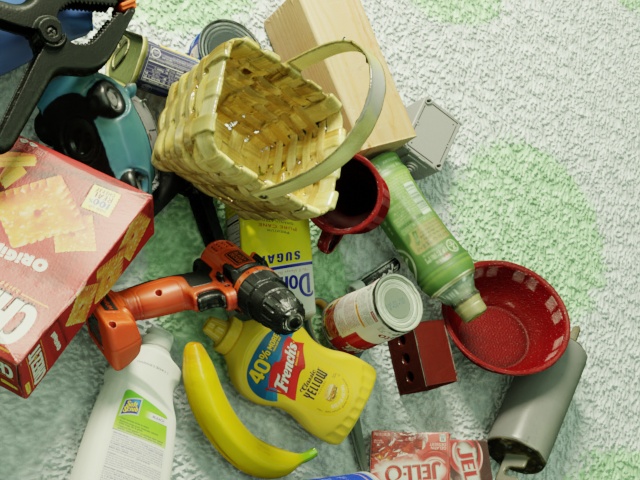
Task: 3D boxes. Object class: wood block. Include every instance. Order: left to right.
[{"bbox_3d":[0.022,-0.196,1.291,0.090,0.091,0.206,-17,83,-36],"label":"wood block"}]

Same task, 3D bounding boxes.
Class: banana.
[{"bbox_3d":[-0.086,0.188,1.094,0.197,0.037,0.069,47,58,-26],"label":"banana"}]

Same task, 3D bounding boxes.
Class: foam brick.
[{"bbox_3d":[0.119,0.136,1.252,0.051,0.053,0.078,-3,74,-34],"label":"foam brick"}]

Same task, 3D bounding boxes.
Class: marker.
[{"bbox_3d":[0.078,0.036,1.285,0.120,0.020,0.020,-32,91,-37],"label":"marker"}]

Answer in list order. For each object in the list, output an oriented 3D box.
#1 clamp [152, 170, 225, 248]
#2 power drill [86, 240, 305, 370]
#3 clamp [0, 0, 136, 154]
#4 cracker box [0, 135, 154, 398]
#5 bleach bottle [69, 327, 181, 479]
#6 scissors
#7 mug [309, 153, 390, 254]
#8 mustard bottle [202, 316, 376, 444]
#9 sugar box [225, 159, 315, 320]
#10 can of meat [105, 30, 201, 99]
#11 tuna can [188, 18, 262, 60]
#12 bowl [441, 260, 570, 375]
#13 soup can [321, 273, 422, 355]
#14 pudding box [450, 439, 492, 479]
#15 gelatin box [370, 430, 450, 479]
[{"bbox_3d":[-0.138,-0.055,1.168,0.120,0.039,0.171,33,60,-32],"label":"clamp"},{"bbox_3d":[-0.127,0.066,1.045,0.187,0.185,0.057,-16,115,-24],"label":"power drill"},{"bbox_3d":[-0.266,-0.197,0.996,0.209,0.036,0.164,-39,106,-33],"label":"clamp"},{"bbox_3d":[-0.278,0.014,0.986,0.164,0.072,0.213,25,55,12],"label":"cracker box"},{"bbox_3d":[-0.180,0.204,1.027,0.102,0.068,0.250,30,55,-27],"label":"bleach bottle"},{"bbox_3d":[0.042,0.154,1.218,0.096,0.016,0.202,-20,84,-37],"label":"scissors"},{"bbox_3d":[0.029,-0.039,1.216,0.093,0.081,0.117,23,92,15],"label":"mug"},{"bbox_3d":[-0.040,0.134,1.139,0.191,0.058,0.096,31,82,-14],"label":"mustard bottle"},{"bbox_3d":[-0.058,0.001,1.193,0.093,0.048,0.176,6,68,-31],"label":"sugar box"},{"bbox_3d":[-0.175,-0.184,1.153,0.083,0.102,0.057,17,97,-30],"label":"can of meat"},{"bbox_3d":[-0.110,-0.213,1.246,0.086,0.034,0.086,12,66,-29],"label":"tuna can"},{"bbox_3d":[0.220,0.105,1.308,0.162,0.055,0.162,5,54,-7],"label":"bowl"},{"bbox_3d":[0.057,0.082,1.180,0.068,0.102,0.068,14,64,-30],"label":"soup can"},{"bbox_3d":[0.156,0.286,1.228,0.089,0.039,0.113,6,69,-31],"label":"pudding box"},{"bbox_3d":[0.100,0.250,1.184,0.089,0.030,0.073,1,70,3],"label":"gelatin box"}]
